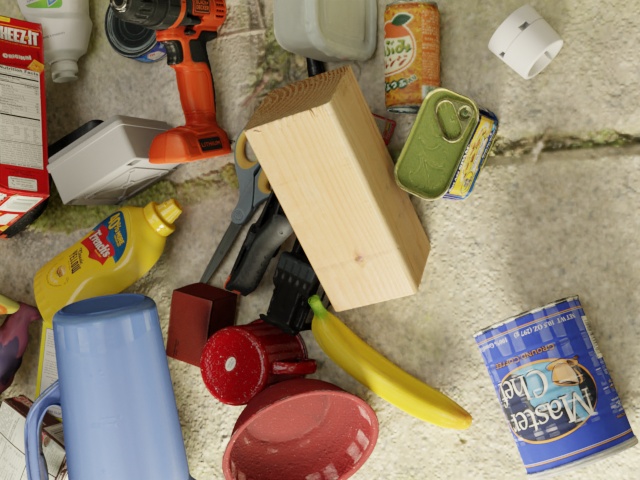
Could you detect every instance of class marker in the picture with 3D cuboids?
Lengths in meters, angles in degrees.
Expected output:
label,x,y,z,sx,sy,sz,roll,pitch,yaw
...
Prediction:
label,x,y,z,sx,sy,sz,roll,pitch,yaw
marker,-0.014,-0.225,1.123,0.020,0.020,0.121,-15,83,25

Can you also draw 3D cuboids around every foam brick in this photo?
label,x,y,z,sx,sy,sz,roll,pitch,yaw
foam brick,-0.128,0.090,1.148,0.053,0.051,0.078,16,106,25

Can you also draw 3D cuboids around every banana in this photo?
label,x,y,z,sx,sy,sz,roll,pitch,yaw
banana,0.060,0.131,1.055,0.198,0.069,0.037,36,75,10

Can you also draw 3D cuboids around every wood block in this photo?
label,x,y,z,sx,sy,sz,roll,pitch,yaw
wood block,0.020,-0.047,1.009,0.091,0.090,0.206,-15,117,24

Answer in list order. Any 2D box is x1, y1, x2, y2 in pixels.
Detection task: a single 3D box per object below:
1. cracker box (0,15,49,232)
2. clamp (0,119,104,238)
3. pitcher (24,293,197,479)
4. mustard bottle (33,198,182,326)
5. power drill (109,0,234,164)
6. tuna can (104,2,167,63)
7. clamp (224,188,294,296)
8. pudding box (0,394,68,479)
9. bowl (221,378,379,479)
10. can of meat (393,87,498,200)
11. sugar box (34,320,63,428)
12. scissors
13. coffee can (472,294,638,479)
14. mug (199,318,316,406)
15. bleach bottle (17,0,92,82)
label,x,y,z,sx,sy,sz,roll,pitch,yaw
cracker box,-0.378,-0.125,1.218,0.164,0.071,0.214,-26,65,46
clamp,-0.350,-0.099,1.274,0.165,0.036,0.210,45,111,30
pitcher,-0.221,0.185,1.121,0.145,0.148,0.243,2,103,46
mustard bottle,-0.232,0.016,1.190,0.192,0.058,0.096,-36,40,11
power drill,-0.150,-0.176,1.109,0.057,0.184,0.188,1,99,26
tuna can,-0.202,-0.246,1.207,0.086,0.033,0.086,-1,89,26
clamp,-0.057,0.001,1.088,0.039,0.120,0.172,24,120,-4
pudding box,-0.326,0.242,1.208,0.114,0.039,0.090,31,105,25
bowl,-0.025,0.190,1.067,0.162,0.161,0.055,-46,39,18
can of meat,0.123,-0.088,1.017,0.057,0.083,0.102,27,100,24
sugar box,-0.282,0.185,1.231,0.093,0.048,0.176,10,97,26
scissors,-0.093,-0.046,1.160,0.202,0.016,0.096,-45,70,18
coffee can,0.210,0.132,0.960,0.103,0.102,0.140,-25,78,23
mug,-0.061,0.128,1.104,0.117,0.081,0.093,4,91,26
bleach bottle,-0.324,-0.309,1.253,0.103,0.068,0.251,-10,87,26
